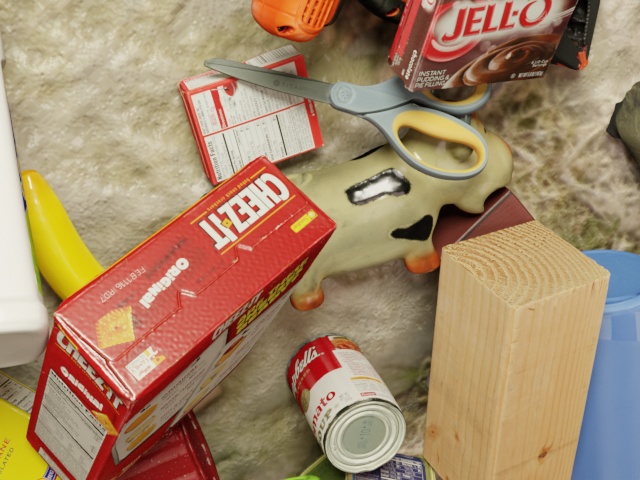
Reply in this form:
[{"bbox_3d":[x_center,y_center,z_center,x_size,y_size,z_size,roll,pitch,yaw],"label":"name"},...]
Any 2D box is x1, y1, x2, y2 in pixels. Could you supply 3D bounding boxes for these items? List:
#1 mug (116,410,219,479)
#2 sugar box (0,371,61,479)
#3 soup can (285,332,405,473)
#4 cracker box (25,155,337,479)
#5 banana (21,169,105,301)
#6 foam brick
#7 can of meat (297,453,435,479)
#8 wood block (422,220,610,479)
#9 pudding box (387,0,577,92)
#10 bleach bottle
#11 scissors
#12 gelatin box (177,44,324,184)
[{"bbox_3d":[-0.132,0.167,0.812,0.081,0.093,0.117,-23,141,-3],"label":"mug"},{"bbox_3d":[-0.232,0.145,0.754,0.176,0.048,0.093,28,104,-2],"label":"sugar box"},{"bbox_3d":[0.019,0.127,0.841,0.068,0.102,0.068,-8,117,-16],"label":"soup can"},{"bbox_3d":[-0.096,0.060,0.662,0.072,0.214,0.164,44,58,7],"label":"cracker box"},{"bbox_3d":[-0.155,0.029,0.775,0.197,0.037,0.069,39,68,-33],"label":"banana"},{"bbox_3d":[0.125,-0.007,0.843,0.078,0.053,0.051,-45,120,6],"label":"foam brick"},{"bbox_3d":[0.035,0.214,0.899,0.083,0.057,0.102,16,139,-23],"label":"can of meat"},{"bbox_3d":[0.146,0.102,0.822,0.090,0.090,0.206,-15,125,-25],"label":"wood block"},{"bbox_3d":[0.107,-0.145,0.682,0.113,0.039,0.090,-12,141,-28],"label":"pudding box"},{"bbox_3d":[-0.205,-0.056,0.617,0.068,0.103,0.251,-6,74,-17],"label":"bleach bottle"},{"bbox_3d":[0.031,-0.111,0.729,0.201,0.016,0.096,29,79,-1],"label":"scissors"},{"bbox_3d":[-0.049,-0.089,0.756,0.089,0.030,0.073,-20,121,-9],"label":"gelatin box"}]
